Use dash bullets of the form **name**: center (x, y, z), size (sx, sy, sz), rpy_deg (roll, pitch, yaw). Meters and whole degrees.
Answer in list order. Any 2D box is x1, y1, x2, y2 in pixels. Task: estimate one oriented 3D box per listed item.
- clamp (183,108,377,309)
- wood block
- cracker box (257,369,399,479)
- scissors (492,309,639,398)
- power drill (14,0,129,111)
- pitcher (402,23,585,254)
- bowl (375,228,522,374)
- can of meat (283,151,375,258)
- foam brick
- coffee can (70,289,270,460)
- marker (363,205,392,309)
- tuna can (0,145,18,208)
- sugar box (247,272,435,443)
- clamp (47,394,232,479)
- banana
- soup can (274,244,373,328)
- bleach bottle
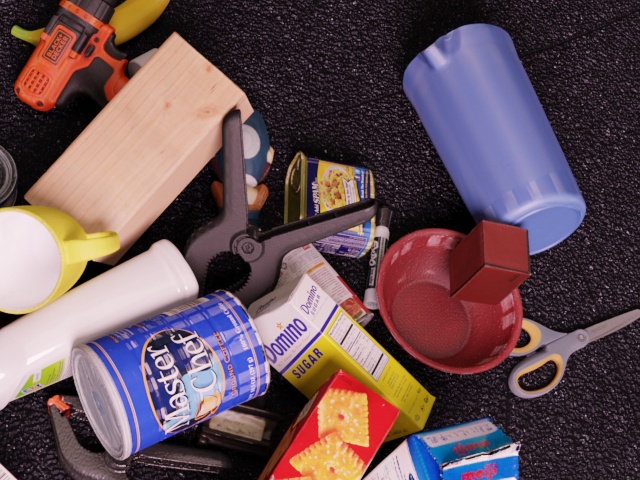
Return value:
- **clamp**: center (-0.057, 0.001, 1.004), size (0.164, 0.210, 0.036), rpy_deg (27, 19, -9)
- **wood block**: center (-0.168, -0.083, 1.009), size (0.090, 0.091, 0.206), rpy_deg (42, 88, 5)
- **cracker box**: center (-0.034, 0.231, 0.896), size (0.072, 0.164, 0.213), rpy_deg (35, 57, 4)
- **scissors**: center (0.263, 0.096, 1.157), size (0.201, 0.016, 0.096), rpy_deg (-35, 78, -31)
- **power drill**: center (-0.192, -0.180, 1.088), size (0.187, 0.057, 0.184), rpy_deg (33, 93, -1)
- **pitcher**: center (0.196, -0.103, 1.160), size (0.149, 0.145, 0.243), rpy_deg (-9, 57, -17)
- **bowl**: center (0.124, 0.070, 1.100), size (0.162, 0.055, 0.162), rpy_deg (8, 60, -15)
- **can of meat**: center (0.009, -0.035, 1.118), size (0.083, 0.058, 0.102), rpy_deg (10, 61, -16)
- **foam brick**: center (0.168, 0.024, 1.061), size (0.053, 0.078, 0.051), rpy_deg (11, 60, -17)
- **coffee can**: center (-0.129, 0.114, 0.921), size (0.140, 0.103, 0.103), rpy_deg (-21, 71, -28)
- **marker**: center (0.061, 0.016, 1.130), size (0.020, 0.020, 0.121), rpy_deg (15, 59, -11)
- **tuna can**: center (-0.335, -0.057, 1.025), size (0.086, 0.034, 0.086), rpy_deg (8, 61, -15)
- **sugar box**: center (0.013, 0.115, 0.986), size (0.176, 0.094, 0.048), rpy_deg (42, 49, -14)
- **clamp**: center (-0.165, 0.190, 0.947), size (0.171, 0.039, 0.120), rpy_deg (46, 56, 9)
- **banana**: center (-0.231, -0.241, 1.159), size (0.197, 0.037, 0.070), rpy_deg (-27, 75, -29)
- **soup can**: center (-0.006, 0.057, 1.056), size (0.068, 0.069, 0.102), rpy_deg (-34, 77, -30)
- **bleach bottle**: center (-0.233, 0.088, 0.940), size (0.250, 0.103, 0.068), rpy_deg (-25, 69, -29)
